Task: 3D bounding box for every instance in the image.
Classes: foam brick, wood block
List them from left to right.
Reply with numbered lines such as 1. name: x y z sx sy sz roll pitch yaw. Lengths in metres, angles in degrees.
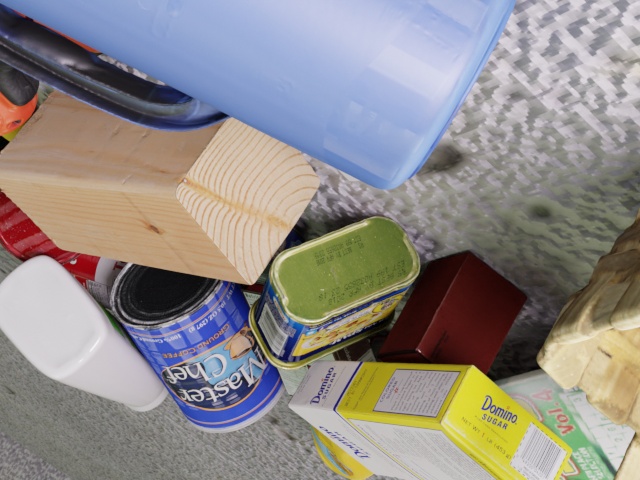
1. wood block: -0.116 -0.042 0.716 0.207 0.090 0.090 8 146 42
2. foam brick: 0.083 0.055 0.679 0.053 0.078 0.051 39 157 -14

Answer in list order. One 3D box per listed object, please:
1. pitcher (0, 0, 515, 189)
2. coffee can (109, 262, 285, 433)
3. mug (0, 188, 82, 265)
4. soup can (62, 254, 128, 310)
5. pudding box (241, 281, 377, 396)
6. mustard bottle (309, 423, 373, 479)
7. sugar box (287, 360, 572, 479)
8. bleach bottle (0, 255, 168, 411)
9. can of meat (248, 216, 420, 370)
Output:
1. pitcher: -0.051 -0.116 0.448 0.243 0.145 0.149 29 177 -2
2. coffee can: -0.098 0.078 0.887 0.103 0.102 0.140 13 143 37
3. mug: -0.195 -0.028 0.852 0.117 0.093 0.082 13 163 -32
4. soup can: -0.178 0.029 0.952 0.102 0.068 0.068 15 151 32
5. pudding box: -0.005 0.079 0.839 0.090 0.039 0.113 9 127 48
6. mustard bottle: 0.020 0.172 0.990 0.096 0.058 0.191 49 165 27
7. sugar box: 0.062 0.116 0.671 0.093 0.048 0.177 41 159 -22
8. bleach bottle: -0.189 0.095 0.927 0.103 0.068 0.251 45 174 18
9. can of meat: 0.009 0.034 0.700 0.057 0.102 0.084 61 159 17
